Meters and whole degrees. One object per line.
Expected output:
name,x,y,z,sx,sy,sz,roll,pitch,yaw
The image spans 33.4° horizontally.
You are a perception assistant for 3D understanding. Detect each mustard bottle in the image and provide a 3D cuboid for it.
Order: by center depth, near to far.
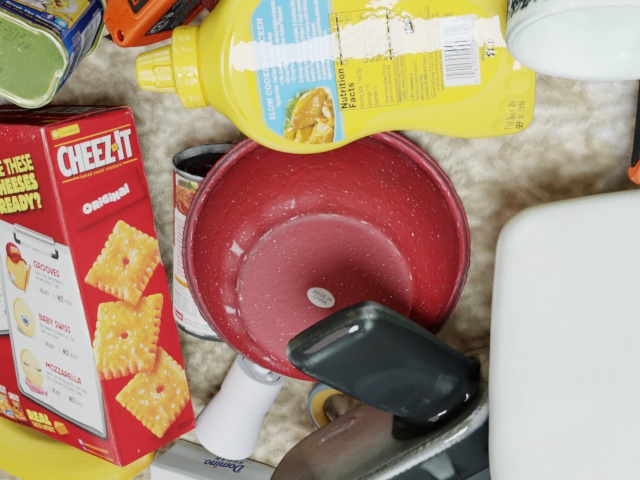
mustard bottle,0.005,-0.092,0.522,0.191,0.058,0.096,-6,114,3

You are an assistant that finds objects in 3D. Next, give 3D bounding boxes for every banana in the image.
banana,-0.209,0.151,0.801,0.198,0.037,0.070,17,116,25

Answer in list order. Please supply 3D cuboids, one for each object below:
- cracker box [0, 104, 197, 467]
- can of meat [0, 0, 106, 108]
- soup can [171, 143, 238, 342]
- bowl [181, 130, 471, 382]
cracker box,-0.170,0.021,0.691,0.164,0.071,0.214,8,112,45
can of meat,-0.186,-0.131,0.631,0.102,0.084,0.058,25,122,-9
soup can,-0.054,0.001,0.634,0.069,0.068,0.102,15,116,25
bowl,0.003,0.018,0.572,0.162,0.055,0.162,1,113,1
